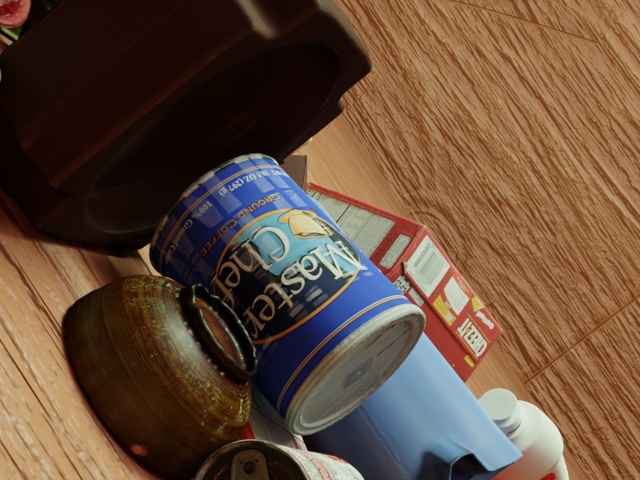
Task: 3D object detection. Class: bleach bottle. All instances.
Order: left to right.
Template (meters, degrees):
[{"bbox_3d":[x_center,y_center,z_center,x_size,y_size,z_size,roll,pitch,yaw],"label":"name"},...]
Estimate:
[{"bbox_3d":[0.147,0.207,0.841,0.068,0.102,0.251,-115,-175,-48],"label":"bleach bottle"}]

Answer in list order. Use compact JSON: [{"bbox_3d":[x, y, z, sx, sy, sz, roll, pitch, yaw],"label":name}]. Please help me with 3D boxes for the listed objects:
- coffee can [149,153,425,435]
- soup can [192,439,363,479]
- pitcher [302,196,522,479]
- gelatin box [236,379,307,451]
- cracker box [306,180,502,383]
[{"bbox_3d":[-0.021,0.031,0.642,0.140,0.103,0.102,47,5,22],"label":"coffee can"},{"bbox_3d":[-0.017,0.141,0.555,0.068,0.068,0.102,60,10,23],"label":"soup can"},{"bbox_3d":[0.015,0.097,0.750,0.243,0.149,0.144,55,24,16],"label":"pitcher"},{"bbox_3d":[-0.041,0.115,0.643,0.089,0.030,0.073,45,13,-47],"label":"gelatin box"},{"bbox_3d":[0.041,0.030,0.980,0.214,0.072,0.164,23,-19,47],"label":"cracker box"}]
